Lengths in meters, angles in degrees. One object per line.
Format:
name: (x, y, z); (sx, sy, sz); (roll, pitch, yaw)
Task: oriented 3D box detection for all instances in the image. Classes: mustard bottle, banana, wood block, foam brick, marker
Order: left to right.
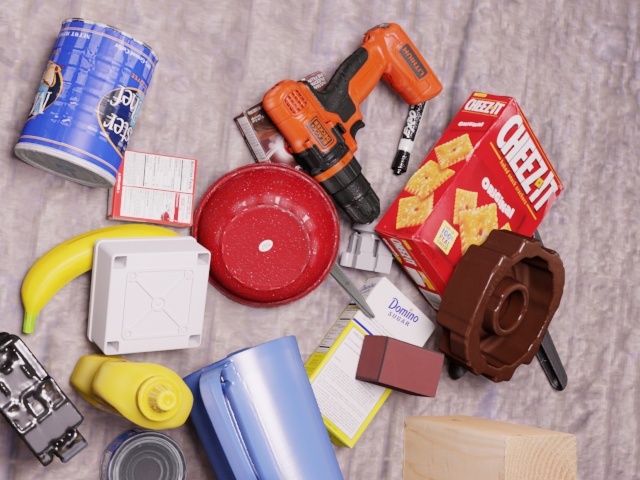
banana: (-0.228, 0.022, 1.097); (0.197, 0.037, 0.069); (-27, 120, -21)
mustard bottle: (-0.175, 0.146, 1.026); (0.096, 0.192, 0.058); (29, 76, -21)
foam brick: (0.088, 0.138, 1.173); (0.078, 0.053, 0.051); (20, 78, -26)
marker: (0.108, -0.134, 1.263); (0.020, 0.020, 0.121); (22, 78, -22)
wood block: (0.181, 0.247, 1.174); (0.090, 0.206, 0.090); (3, 86, -24)

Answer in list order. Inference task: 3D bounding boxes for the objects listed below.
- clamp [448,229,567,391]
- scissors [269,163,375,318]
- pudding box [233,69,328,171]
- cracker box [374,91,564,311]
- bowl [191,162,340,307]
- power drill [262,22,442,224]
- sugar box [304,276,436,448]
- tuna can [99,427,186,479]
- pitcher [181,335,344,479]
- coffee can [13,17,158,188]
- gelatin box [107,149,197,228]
clamp: (0.230, 0.080, 1.299); (0.164, 0.036, 0.210); (1, 88, -24)
scissors: (-0.022, 0.013, 1.175); (0.096, 0.016, 0.202); (-20, 105, 18)
pudding box: (-0.028, -0.125, 1.190); (0.113, 0.039, 0.090); (-32, 100, -22)
cracker box: (0.178, -0.038, 1.234); (0.213, 0.072, 0.164); (-52, 130, -17)
bowl: (-0.057, 0.001, 1.126); (0.162, 0.055, 0.162); (-1, 104, -2)
power drill: (0.049, -0.136, 1.177); (0.187, 0.057, 0.184); (-45, 108, -24)
sugar box: (0.045, 0.136, 1.208); (0.093, 0.048, 0.176); (44, 67, -17)
tuna can: (-0.183, 0.238, 1.105); (0.086, 0.034, 0.086); (1, 87, -24)
pitcher: (-0.048, 0.227, 1.072); (0.149, 0.145, 0.243); (-16, 78, -34)
coffee can: (-0.232, -0.135, 1.064); (0.102, 0.103, 0.140); (22, 78, -22)
gelatin box: (-0.177, -0.054, 1.125); (0.089, 0.030, 0.073); (6, 83, -24)
